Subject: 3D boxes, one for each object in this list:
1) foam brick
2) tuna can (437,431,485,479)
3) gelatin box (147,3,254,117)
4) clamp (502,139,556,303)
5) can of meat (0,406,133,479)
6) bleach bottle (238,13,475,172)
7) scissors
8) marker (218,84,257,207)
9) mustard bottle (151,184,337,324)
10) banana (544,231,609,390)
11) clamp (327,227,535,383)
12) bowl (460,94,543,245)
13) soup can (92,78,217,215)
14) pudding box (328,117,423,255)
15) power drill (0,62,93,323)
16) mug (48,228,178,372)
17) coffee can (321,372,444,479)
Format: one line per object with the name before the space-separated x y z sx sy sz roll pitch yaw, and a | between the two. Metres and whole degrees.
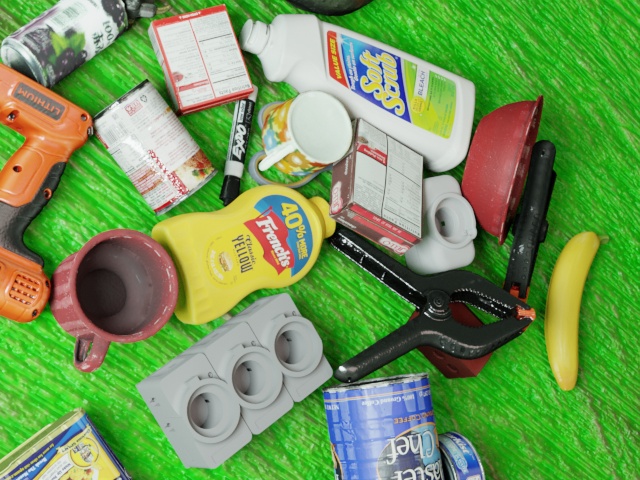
foam brick | 0.131 0.097 1.083 0.078 0.053 0.051 44 62 -16
tuna can | 0.121 0.230 1.034 0.033 0.086 0.086 -5 84 -30
gelatin box | -0.111 -0.166 0.987 0.073 0.030 0.089 -18 89 -18
clamp | 0.224 -0.022 1.136 0.120 0.039 0.171 52 49 -63
can of meat | -0.210 0.196 0.859 0.102 0.058 0.084 -38 99 -31
bleach bottle | 0.035 -0.154 1.064 0.250 0.068 0.102 18 72 -25
scissors | 0.014 -0.096 1.067 0.201 0.016 0.096 -10 87 -32
marker | -0.078 -0.090 1.009 0.020 0.020 0.121 16 73 -28
mustard bottle | -0.056 0.001 0.983 0.191 0.058 0.096 -23 101 -33
banana | 0.282 0.065 1.187 0.069 0.037 0.197 30 68 -23
clamp | 0.103 0.075 1.018 0.210 0.036 0.164 12 55 -8
bowl | 0.185 -0.079 1.113 0.055 0.162 0.162 16 69 14
soup can | -0.148 -0.082 0.937 0.068 0.069 0.102 -43 103 -29
pudding box | 0.056 -0.053 1.034 0.090 0.039 0.113 29 49 -27
power drill | -0.280 -0.047 0.860 0.184 0.057 0.187 29 70 -28
mug | -0.179 0.053 0.886 0.093 0.082 0.117 20 72 -27
coffee can | 0.061 0.200 0.993 0.102 0.103 0.140 -5 84 -32
